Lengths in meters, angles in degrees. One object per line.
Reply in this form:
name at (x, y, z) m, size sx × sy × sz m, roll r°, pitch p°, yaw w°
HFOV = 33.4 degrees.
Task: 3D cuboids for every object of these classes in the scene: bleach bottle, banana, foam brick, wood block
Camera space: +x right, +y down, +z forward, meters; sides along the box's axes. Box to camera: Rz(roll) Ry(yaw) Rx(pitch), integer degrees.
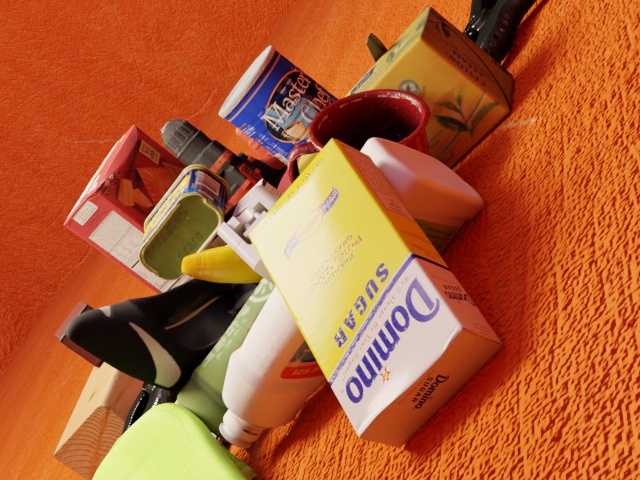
bleach bottle at (0.008, 0.049, 0.775) m, size 0.068 × 0.102 × 0.251 m, roll 46°, pitch 111°, yaw 35°
banana at (-0.033, 0.009, 0.949) m, size 0.070 × 0.037 × 0.197 m, roll 13°, pitch 22°, yaw 36°
foam brick at (-0.264, 0.105, 1.209) m, size 0.051 × 0.053 × 0.078 m, roll -56°, pitch 14°, yaw -11°
wood block at (-0.203, 0.168, 1.159) m, size 0.091 × 0.090 × 0.206 m, roll -47°, pitch 15°, yaw 23°

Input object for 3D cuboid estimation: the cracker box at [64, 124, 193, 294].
cracker box at (-0.171, -0.016, 1.244) m, size 0.072 × 0.213 × 0.164 m, roll -44°, pitch 17°, yaw 29°

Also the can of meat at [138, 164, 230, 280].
can of meat at (-0.138, -0.017, 1.080) m, size 0.102 × 0.057 × 0.084 m, roll -50°, pitch 15°, yaw 15°

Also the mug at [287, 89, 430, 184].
mug at (0.033, -0.057, 0.830) m, size 0.117 × 0.081 × 0.093 m, roll -9°, pitch 37°, yaw 8°

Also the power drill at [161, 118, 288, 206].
power drill at (-0.094, -0.103, 1.307) m, size 0.057 × 0.184 × 0.187 m, roll -45°, pitch 6°, yaw 29°

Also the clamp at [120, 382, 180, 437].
clamp at (-0.153, 0.137, 1.042) m, size 0.171 × 0.039 × 0.120 m, roll -61°, pitch 13°, yaw -11°

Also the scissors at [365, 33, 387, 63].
scissors at (0.052, -0.139, 0.969) m, size 0.096 × 0.016 × 0.201 m, roll -35°, pitch -17°, yaw 23°

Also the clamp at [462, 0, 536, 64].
clamp at (0.151, -0.192, 0.977) m, size 0.210 × 0.036 × 0.165 m, roll -57°, pitch 14°, yaw -14°

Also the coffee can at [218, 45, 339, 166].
coffee can at (-0.035, -0.148, 1.268) m, size 0.103 × 0.140 × 0.103 m, roll -49°, pitch 14°, yaw 17°

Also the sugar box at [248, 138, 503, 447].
sugar box at (0.027, 0.028, 0.652) m, size 0.093 × 0.048 × 0.176 m, roll -49°, pitch 45°, yaw 19°
